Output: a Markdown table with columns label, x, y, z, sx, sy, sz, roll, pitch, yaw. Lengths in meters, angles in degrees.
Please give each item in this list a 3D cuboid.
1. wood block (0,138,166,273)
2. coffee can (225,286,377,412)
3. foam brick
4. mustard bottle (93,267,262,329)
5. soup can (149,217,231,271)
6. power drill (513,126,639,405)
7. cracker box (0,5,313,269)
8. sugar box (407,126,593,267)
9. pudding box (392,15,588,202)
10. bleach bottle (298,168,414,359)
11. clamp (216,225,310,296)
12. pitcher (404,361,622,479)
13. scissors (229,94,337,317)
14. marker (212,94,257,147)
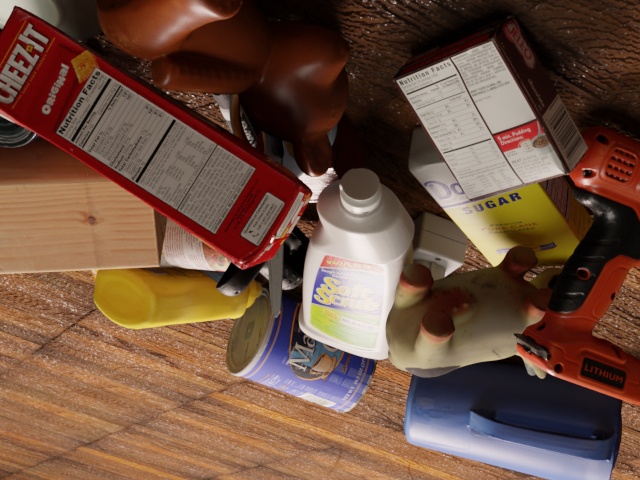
| label | x | y | z | sx | sy | sz | roll | pitch | yaw |
| --- | --- | --- | --- | --- | --- | --- | --- | --- | --- |
| wood block | -0.240 | -0.031 | 0.905 | 0.206 | 0.090 | 0.091 | -2 | 120 | -2 |
| coffee can | -0.021 | 0.123 | 1.198 | 0.140 | 0.102 | 0.103 | 23 | 152 | -23 |
| foam brick | -0.009 | -0.066 | 0.866 | 0.078 | 0.053 | 0.051 | -1 | 151 | 28 |
| mustard bottle | -0.132 | 0.054 | 1.102 | 0.096 | 0.058 | 0.191 | 15 | -170 | 40 |
| soup can | -0.120 | -0.004 | 1.020 | 0.102 | 0.068 | 0.068 | 1 | 153 | 21 |
| power drill | 0.241 | 0.024 | 0.806 | 0.184 | 0.188 | 0.057 | 19 | -176 | -19 |
| cracker box | -0.113 | -0.064 | 0.736 | 0.213 | 0.072 | 0.164 | 32 | -178 | 1 |
| sugar box | 0.151 | -0.035 | 0.868 | 0.093 | 0.048 | 0.176 | -7 | 150 | 34 |
| pudding box | 0.117 | -0.088 | 0.736 | 0.090 | 0.039 | 0.113 | -15 | 115 | 45 |
| bleach bottle | 0.027 | 0.016 | 0.886 | 0.103 | 0.068 | 0.251 | 20 | 154 | 13 |
| clamp | -0.056 | 0.001 | 0.941 | 0.036 | 0.164 | 0.209 | -31 | 147 | 17 |
| pitcher | 0.222 | 0.205 | 1.229 | 0.243 | 0.145 | 0.149 | 9 | 140 | 13 |
| scissors | -0.019 | -0.034 | 0.831 | 0.096 | 0.016 | 0.202 | -5 | 108 | 28 |
| marker | -0.066 | -0.094 | 0.869 | 0.020 | 0.020 | 0.121 | 4 | 153 | 16 |
